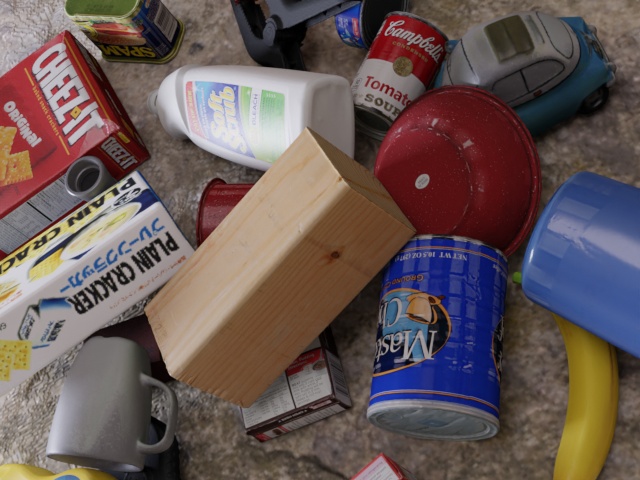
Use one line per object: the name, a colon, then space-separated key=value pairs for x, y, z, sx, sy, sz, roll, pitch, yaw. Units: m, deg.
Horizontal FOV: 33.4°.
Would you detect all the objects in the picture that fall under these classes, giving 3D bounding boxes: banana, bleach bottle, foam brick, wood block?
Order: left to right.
foam brick: x=-0.170 y=0.105 z=0.980 sx=0.078 sy=0.051 sz=0.053 roll=-19 pitch=62 yaw=14
bleach bottle: x=-0.079 y=-0.115 z=1.016 sx=0.251 sy=0.067 sz=0.102 roll=12 pitch=108 yaw=44
wood block: x=-0.035 y=0.025 z=0.860 sx=0.206 sy=0.090 sz=0.090 roll=-47 pitch=42 yaw=13
banana: x=0.200 y=0.106 z=0.835 sx=0.070 sy=0.037 sz=0.198 roll=-26 pitch=55 yaw=35

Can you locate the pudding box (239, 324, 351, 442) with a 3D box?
pudding box: x=-0.032 y=0.106 z=0.929 sx=0.090 sy=0.039 sz=0.113 roll=-24 pitch=57 yaw=15

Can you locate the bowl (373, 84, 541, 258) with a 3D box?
bowl: x=0.099 y=-0.048 z=0.889 sx=0.162 sy=0.055 sz=0.162 roll=6 pitch=100 yaw=38

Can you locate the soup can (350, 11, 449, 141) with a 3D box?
soup can: x=0.068 y=-0.150 z=0.986 sx=0.069 sy=0.068 sz=0.102 roll=20 pitch=76 yaw=29

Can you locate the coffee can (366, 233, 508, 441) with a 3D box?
coffee can: x=0.095 y=0.079 z=0.850 sx=0.103 sy=0.102 sz=0.140 roll=-2 pitch=66 yaw=22

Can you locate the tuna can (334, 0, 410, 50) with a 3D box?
tuna can: x=0.050 y=-0.224 z=1.018 sx=0.034 sy=0.086 sz=0.086 roll=20 pitch=76 yaw=31

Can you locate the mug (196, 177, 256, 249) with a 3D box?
mug: x=-0.056 y=0.001 z=0.966 sx=0.082 sy=0.093 sz=0.117 roll=1 pitch=98 yaw=18

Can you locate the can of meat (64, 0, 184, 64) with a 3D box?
can of meat: x=-0.209 y=-0.235 z=1.133 sx=0.102 sy=0.084 sz=0.057 roll=8 pitch=70 yaw=25

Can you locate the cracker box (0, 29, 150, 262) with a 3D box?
cracker box: x=-0.309 y=-0.096 z=1.119 sx=0.214 sy=0.072 sz=0.164 roll=-35 pitch=59 yaw=4

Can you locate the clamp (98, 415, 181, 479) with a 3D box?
clamp: x=-0.157 y=0.223 z=0.930 sx=0.120 sy=0.039 sz=0.172 roll=-37 pitch=56 yaw=4

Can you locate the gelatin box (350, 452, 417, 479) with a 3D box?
gelatin box: x=0.035 y=0.211 z=0.831 sx=0.089 sy=0.073 sz=0.030 roll=-42 pitch=58 yaw=0

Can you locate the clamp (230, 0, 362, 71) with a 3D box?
clamp: x=-0.029 y=-0.208 z=1.034 sx=0.210 sy=0.036 sz=0.165 roll=56 pitch=138 yaw=38
